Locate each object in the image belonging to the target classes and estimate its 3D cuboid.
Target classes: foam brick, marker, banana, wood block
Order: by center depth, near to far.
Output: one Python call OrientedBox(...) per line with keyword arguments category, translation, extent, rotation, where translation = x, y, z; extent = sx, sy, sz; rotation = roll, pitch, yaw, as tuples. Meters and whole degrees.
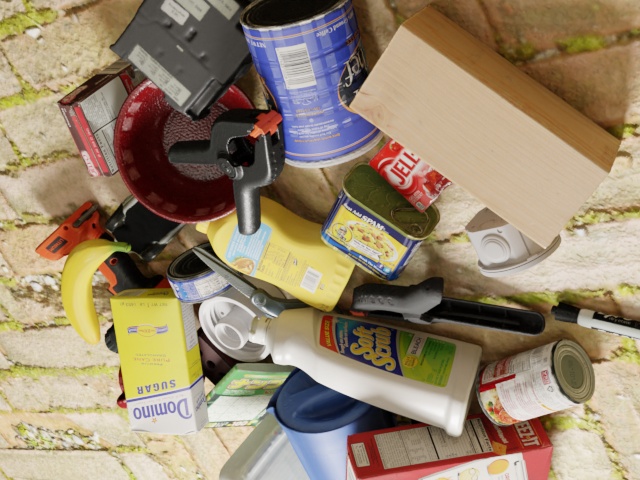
OrientedBox(category="wood block", translation=(0.142, -0.100, 0.914), extent=(0.206, 0.090, 0.091), rotation=(36, 121, 4))
OrientedBox(category="marker", translation=(0.282, 0.081, 1.029), extent=(0.121, 0.020, 0.020), rotation=(14, 131, 26))
OrientedBox(category="banana", translation=(-0.286, 0.057, 1.306), extent=(0.069, 0.037, 0.198), rotation=(33, 135, 6))
OrientedBox(category="foam brick", translation=(-0.124, 0.140, 1.333), extent=(0.078, 0.051, 0.053), rotation=(44, 136, -4))

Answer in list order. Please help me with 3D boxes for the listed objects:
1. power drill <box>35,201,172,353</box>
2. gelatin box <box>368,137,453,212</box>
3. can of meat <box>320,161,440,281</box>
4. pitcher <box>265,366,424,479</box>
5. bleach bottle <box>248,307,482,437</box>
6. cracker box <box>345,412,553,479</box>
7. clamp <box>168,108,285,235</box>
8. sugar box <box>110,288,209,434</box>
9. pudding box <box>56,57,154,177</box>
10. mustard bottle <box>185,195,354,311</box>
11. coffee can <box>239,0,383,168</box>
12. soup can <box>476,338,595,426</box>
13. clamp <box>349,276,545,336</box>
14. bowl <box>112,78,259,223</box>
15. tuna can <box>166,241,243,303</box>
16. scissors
OrientedBox(category="power drill", translation=(-0.271, 0.052, 1.362), extent=(0.187, 0.057, 0.185), rotation=(45, 133, -10))
OrientedBox(category="gelatin box", translation=(0.098, -0.078, 1.017), extent=(0.073, 0.030, 0.089), rotation=(43, 136, -2))
OrientedBox(category="can of meat", translation=(0.057, -0.016, 1.078), extent=(0.102, 0.057, 0.084), rotation=(34, 138, 6))
OrientedBox(category="pitcher", translation=(0.052, 0.259, 1.262), extent=(0.149, 0.145, 0.243), rotation=(34, 151, 53))
OrientedBox(category="bleach bottle", translation=(0.041, 0.130, 1.151), extent=(0.251, 0.102, 0.068), rotation=(13, 133, 13))
OrientedBox(category="cracker box", translation=(0.134, 0.270, 1.171), extent=(0.213, 0.072, 0.164), rotation=(-8, 130, -8))
OrientedBox(category="clamp", translation=(-0.087, -0.082, 1.017), extent=(0.120, 0.039, 0.172), rotation=(36, 145, 2))
OrientedBox(category="sugar box", translation=(-0.194, 0.147, 1.290), extent=(0.093, 0.048, 0.176), rotation=(-2, 103, 20))
OrientedBox(category="pudding box", translation=(-0.215, -0.132, 1.128), extent=(0.039, 0.113, 0.090), rotation=(5, 126, 37))
OrientedBox(category="mustard bottle", translation=(-0.057, 0.001, 1.145), extent=(0.191, 0.058, 0.096), rotation=(24, 135, 0))
OrientedBox(category="coffee can", translation=(-0.006, -0.152, 0.976), extent=(0.103, 0.102, 0.140), rotation=(5, 126, 32))
OrientedBox(category="soup can", translation=(0.219, 0.146, 1.090), extent=(0.102, 0.068, 0.068), rotation=(-28, 106, 44))
OrientedBox(category="clamp", translation=(0.099, 0.063, 1.081), extent=(0.210, 0.036, 0.164), rotation=(1, 165, 43))
OrientedBox(category="bowl", translation=(-0.130, -0.101, 1.109), extent=(0.162, 0.055, 0.162), rotation=(2, 102, 9))
OrientedBox(category="tuna can", translation=(-0.133, 0.035, 1.229), extent=(0.086, 0.086, 0.034), rotation=(-2, 121, 36))
OrientedBox(category="scissors", translation=(-0.048, 0.060, 1.200), extent=(0.096, 0.016, 0.201), rotation=(-30, 115, 12))
